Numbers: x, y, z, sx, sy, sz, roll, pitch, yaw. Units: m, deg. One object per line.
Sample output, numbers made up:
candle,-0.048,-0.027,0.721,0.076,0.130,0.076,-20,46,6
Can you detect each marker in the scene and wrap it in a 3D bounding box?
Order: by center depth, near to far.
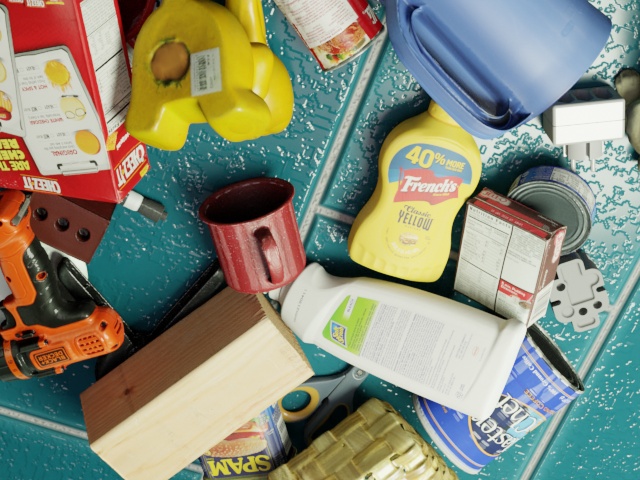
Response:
marker,-0.203,-0.049,1.029,0.121,0.020,0.020,27,111,-12

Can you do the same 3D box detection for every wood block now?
wood block,-0.123,0.140,1.046,0.206,0.091,0.090,-36,124,2

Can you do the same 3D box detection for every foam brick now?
foam brick,-0.242,-0.024,1.022,0.078,0.051,0.053,26,110,-12

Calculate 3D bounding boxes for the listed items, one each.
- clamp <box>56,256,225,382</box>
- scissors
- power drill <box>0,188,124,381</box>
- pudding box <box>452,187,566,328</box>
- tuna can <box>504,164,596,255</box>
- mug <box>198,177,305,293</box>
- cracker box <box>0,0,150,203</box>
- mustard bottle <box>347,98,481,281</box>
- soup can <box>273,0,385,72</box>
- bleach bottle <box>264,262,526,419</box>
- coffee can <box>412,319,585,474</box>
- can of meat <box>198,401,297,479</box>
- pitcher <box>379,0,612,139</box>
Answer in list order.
clamp,-0.172,0.105,1.088,0.164,0.036,0.210,-5,116,-5
scissors,0.020,0.134,1.115,0.096,0.016,0.202,22,111,-10
power drill,-0.301,0.052,1.007,0.184,0.057,0.187,-16,122,11
pudding box,0.177,0.017,1.016,0.090,0.039,0.113,30,133,29
tuna can,0.218,-0.029,1.018,0.086,0.033,0.086,14,131,17
mug,-0.057,0.001,1.004,0.093,0.117,0.081,-21,119,-13
cracker box,-0.246,-0.147,0.915,0.164,0.072,0.214,9,127,20
mustard bottle,0.098,-0.059,1.008,0.096,0.058,0.192,16,112,-8
soup can,0.001,-0.209,0.935,0.068,0.068,0.102,-33,109,13
bleach bottle,0.062,0.078,1.028,0.251,0.068,0.102,23,95,18
coffee can,0.178,0.153,1.078,0.140,0.103,0.102,-41,108,15
can of meat,-0.085,0.202,1.115,0.102,0.057,0.084,-10,112,17
pitcher,0.114,-0.210,0.898,0.242,0.149,0.145,41,107,-13
